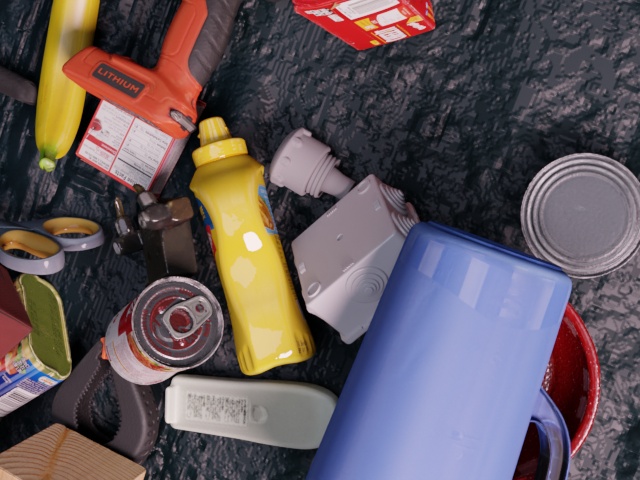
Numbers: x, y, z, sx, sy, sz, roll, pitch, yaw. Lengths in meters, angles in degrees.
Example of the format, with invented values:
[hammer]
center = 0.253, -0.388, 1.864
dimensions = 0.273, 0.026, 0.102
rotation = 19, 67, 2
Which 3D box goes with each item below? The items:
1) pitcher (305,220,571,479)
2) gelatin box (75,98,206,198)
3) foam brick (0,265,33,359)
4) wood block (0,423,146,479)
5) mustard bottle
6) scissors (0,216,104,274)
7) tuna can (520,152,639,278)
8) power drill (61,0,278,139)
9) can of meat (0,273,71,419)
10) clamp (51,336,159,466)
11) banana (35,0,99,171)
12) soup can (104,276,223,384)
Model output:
[pitcher]
center = 0.080, 0.119, 0.684
dimensions = 0.145, 0.149, 0.243
rotation = 22, 96, 31
[gelatin box]
center = -0.145, -0.088, 0.856
dimensions = 0.073, 0.030, 0.089
rotation = 30, 101, 14
[foam brick]
center = -0.268, 0.051, 0.829
dimensions = 0.051, 0.053, 0.078
rotation = -41, 50, 4
[wood block]
center = -0.221, 0.263, 0.833
dimensions = 0.090, 0.090, 0.206
rotation = 23, 107, 16
[mustard bottle]
center = -0.056, 0.001, 0.793
dimensions = 0.058, 0.096, 0.191
rotation = -16, 86, 0
[scissors]
center = -0.257, -0.015, 0.895
dimensions = 0.202, 0.096, 0.016
rotation = 26, 125, 46
[tuna can]
center = 0.184, -0.017, 0.743
dimensions = 0.086, 0.033, 0.086
rotation = 1, 92, 19
[power drill]
center = -0.116, -0.187, 0.811
dimensions = 0.184, 0.057, 0.187
rotation = 30, 89, 17
[can of meat]
center = -0.255, 0.087, 0.872
dimensions = 0.084, 0.057, 0.102
rotation = -31, 53, 15
[clamp]
center = -0.191, 0.177, 0.877
dimensions = 0.165, 0.036, 0.210
rotation = 6, 97, 18
[banana]
center = -0.200, -0.150, 0.857
dimensions = 0.037, 0.070, 0.198
rotation = 9, 88, -26
[soup can]
center = -0.120, 0.071, 0.807
dimensions = 0.068, 0.102, 0.068
rotation = 6, 74, -22
